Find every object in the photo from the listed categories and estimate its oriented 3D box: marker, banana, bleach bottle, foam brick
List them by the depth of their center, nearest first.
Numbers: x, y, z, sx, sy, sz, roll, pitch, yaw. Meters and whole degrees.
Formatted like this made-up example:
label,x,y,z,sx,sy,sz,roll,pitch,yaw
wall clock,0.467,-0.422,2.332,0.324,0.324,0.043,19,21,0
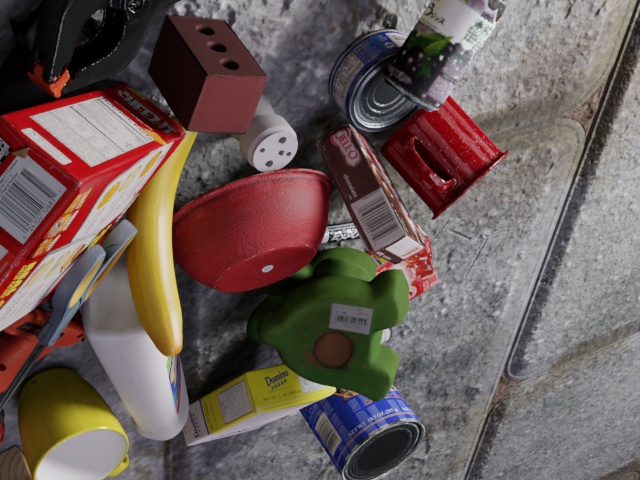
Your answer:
label,x,y,z,sx,sy,sz,roll,pitch,yaw
foam brick,-0.084,-0.122,0.784,0.052,0.078,0.051,-3,134,-37
banana,-0.127,-0.011,0.842,0.037,0.070,0.198,4,94,-43
bleach bottle,-0.158,0.108,0.976,0.068,0.102,0.251,-4,146,0
marker,0.019,-0.008,1.044,0.120,0.020,0.020,-8,135,-34

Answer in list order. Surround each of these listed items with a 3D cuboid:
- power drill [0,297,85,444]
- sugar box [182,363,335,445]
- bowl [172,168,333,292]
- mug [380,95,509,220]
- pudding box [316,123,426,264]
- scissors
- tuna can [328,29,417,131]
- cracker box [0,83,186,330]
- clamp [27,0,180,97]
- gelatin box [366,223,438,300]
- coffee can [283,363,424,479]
label,x,y,z,sx,sy,sz,roll,pitch,yaw
power drill,-0.299,0.104,0.877,0.188,0.057,0.184,-44,147,15
sugar box,-0.068,0.163,1.078,0.093,0.048,0.177,-8,167,-33
bowl,-0.056,0.001,0.915,0.162,0.055,0.162,-19,162,-7
mug,0.104,-0.075,0.954,0.093,0.081,0.117,-43,177,30
pudding box,0.046,-0.039,0.933,0.039,0.113,0.090,-27,166,13
scissors,-0.207,0.067,0.812,0.202,0.016,0.096,-52,179,5
tuna can,0.052,-0.136,0.917,0.086,0.034,0.086,-22,142,-19
cracker box,-0.193,-0.019,0.724,0.164,0.072,0.213,-49,-178,17
clamp,-0.132,-0.172,0.698,0.171,0.039,0.120,-49,138,-16
gelatin box,0.084,0.033,1.134,0.073,0.030,0.089,-30,143,-9
coffee can,0.033,0.178,1.158,0.102,0.140,0.103,-22,142,-19
